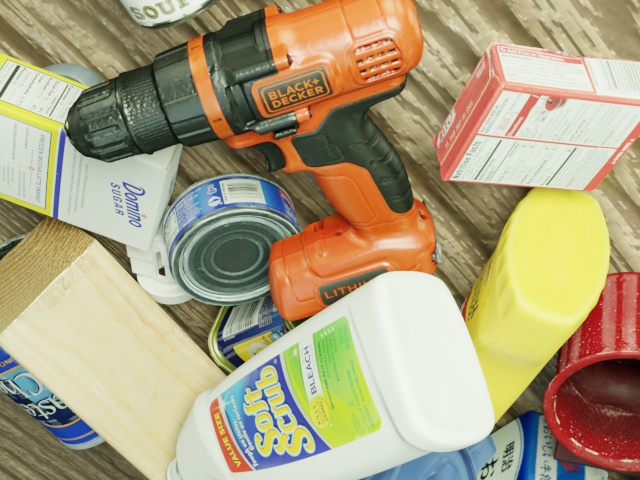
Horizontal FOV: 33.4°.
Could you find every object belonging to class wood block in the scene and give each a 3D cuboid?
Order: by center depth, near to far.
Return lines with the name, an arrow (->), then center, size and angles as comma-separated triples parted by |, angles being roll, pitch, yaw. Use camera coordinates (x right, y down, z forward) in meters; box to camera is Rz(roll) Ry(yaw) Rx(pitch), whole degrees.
wood block -> -0.138, 0.088, 0.744 | 0.091, 0.090, 0.206 | 23, 156, 55

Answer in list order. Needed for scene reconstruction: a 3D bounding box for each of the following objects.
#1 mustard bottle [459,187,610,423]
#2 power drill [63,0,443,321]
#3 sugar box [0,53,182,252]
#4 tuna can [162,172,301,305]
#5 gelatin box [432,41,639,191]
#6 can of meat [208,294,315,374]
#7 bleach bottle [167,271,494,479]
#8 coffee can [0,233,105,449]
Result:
mustard bottle -> 0.106, 0.056, 0.634 | 0.058, 0.096, 0.192 | 19, 143, -1
power drill -> -0.020, -0.036, 0.575 | 0.184, 0.057, 0.187 | -16, 137, 8
sugar box -> -0.174, -0.061, 0.649 | 0.176, 0.048, 0.093 | 19, 144, -5
tuna can -> -0.054, 0.001, 0.668 | 0.086, 0.034, 0.086 | -9, 135, -9
gelatin box -> 0.109, -0.059, 0.522 | 0.089, 0.030, 0.073 | 4, 146, -16
can of meat -> -0.013, 0.074, 0.751 | 0.102, 0.057, 0.084 | 41, 138, -23
bleach bottle -> -0.015, 0.112, 0.639 | 0.067, 0.102, 0.251 | 3, 151, -41
coffee can -> -0.206, 0.079, 0.817 | 0.103, 0.102, 0.140 | -12, 131, 37
